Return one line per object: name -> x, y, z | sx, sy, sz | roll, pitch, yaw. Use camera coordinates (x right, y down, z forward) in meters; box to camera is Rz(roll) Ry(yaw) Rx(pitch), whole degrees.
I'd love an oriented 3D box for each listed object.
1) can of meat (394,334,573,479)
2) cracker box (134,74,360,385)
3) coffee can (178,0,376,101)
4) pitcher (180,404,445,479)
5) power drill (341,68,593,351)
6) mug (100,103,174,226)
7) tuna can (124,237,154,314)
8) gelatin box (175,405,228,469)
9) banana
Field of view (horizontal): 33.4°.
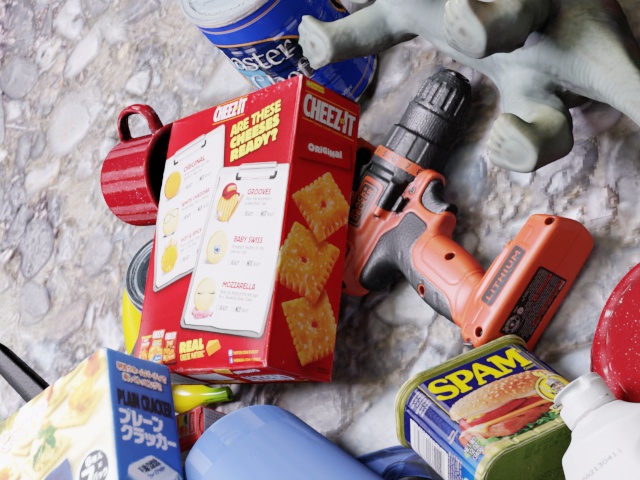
can of meat -> 0.110, 0.112, 0.644 | 0.084, 0.102, 0.057 | 40, 142, 50
cracker box -> -0.055, 0.001, 0.808 | 0.165, 0.072, 0.213 | -11, 66, 47
coffee can -> -0.031, -0.171, 0.855 | 0.103, 0.140, 0.103 | -18, 52, 24
pitcher -> 0.016, 0.194, 0.679 | 0.243, 0.149, 0.145 | 30, 107, 52
power drill -> 0.097, -0.016, 0.748 | 0.188, 0.057, 0.184 | 36, 101, 47
mug -> -0.147, -0.066, 0.950 | 0.082, 0.117, 0.093 | -5, 25, 45
tuna can -> -0.123, 0.033, 0.912 | 0.086, 0.033, 0.086 | -9, 54, 13
gelatin box -> -0.086, 0.156, 0.811 | 0.073, 0.089, 0.030 | -24, 56, 32
banana -> -0.138, 0.084, 0.929 | 0.069, 0.037, 0.198 | -31, 52, -3
